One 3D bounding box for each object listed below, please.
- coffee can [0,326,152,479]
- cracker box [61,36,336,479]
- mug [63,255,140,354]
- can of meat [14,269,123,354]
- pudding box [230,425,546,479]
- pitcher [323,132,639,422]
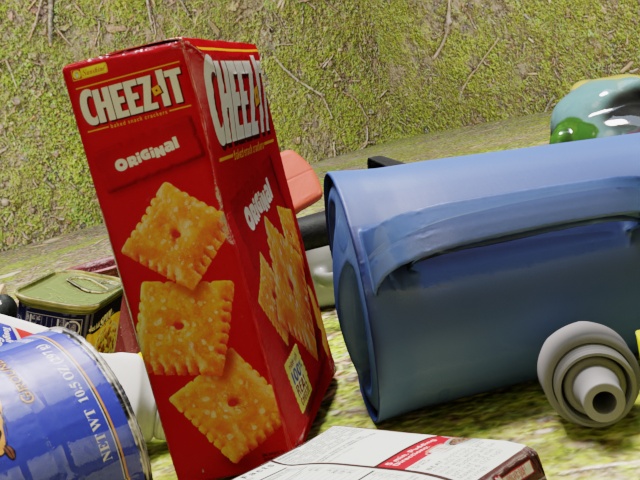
[{"bbox_3d":[-0.152,0.104,0.422,0.140,0.103,0.103,-19,9,-38],"label":"coffee can"},{"bbox_3d":[-0.054,0.001,0.586,0.072,0.214,0.164,-12,7,10],"label":"cracker box"},{"bbox_3d":[-0.171,0.056,0.907,0.093,0.081,0.117,-13,7,2],"label":"mug"},{"bbox_3d":[-0.175,0.071,0.738,0.057,0.084,0.102,10,9,5],"label":"can of meat"},{"bbox_3d":[0.013,0.102,0.385,0.089,0.039,0.114,-20,8,-40],"label":"pudding box"},{"bbox_3d":[0.127,0.006,0.557,0.242,0.145,0.149,-11,28,-4],"label":"pitcher"}]
